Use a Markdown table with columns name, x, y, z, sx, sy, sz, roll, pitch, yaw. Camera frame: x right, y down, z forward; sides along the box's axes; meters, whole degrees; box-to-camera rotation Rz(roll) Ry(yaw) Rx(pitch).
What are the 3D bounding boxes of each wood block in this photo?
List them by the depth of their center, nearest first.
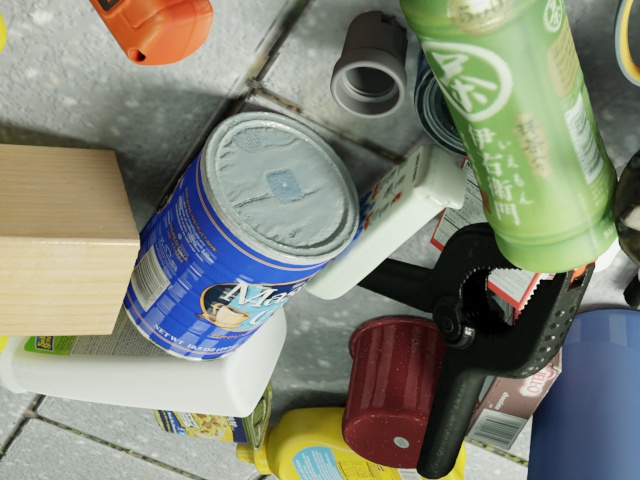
| name | x | y | z | sx | sy | sz | roll | pitch | yaw |
| --- | --- | --- | --- | --- | --- | --- | --- | --- | --- |
| wood block | -0.226 | 0.000 | 0.650 | 0.205 | 0.091 | 0.090 | 1 | 135 | -27 |

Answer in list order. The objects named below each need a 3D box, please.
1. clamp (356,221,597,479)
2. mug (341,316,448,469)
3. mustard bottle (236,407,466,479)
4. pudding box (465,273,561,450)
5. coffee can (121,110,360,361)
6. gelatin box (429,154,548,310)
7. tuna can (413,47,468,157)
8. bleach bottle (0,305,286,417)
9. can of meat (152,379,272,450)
| name | x | y | z | sx | sy | sz | roll | pitch | yaw |
| --- | --- | --- | --- | --- | --- | --- | --- | --- | --- |
| clamp | 0.091 | 0.058 | 0.650 | 0.036 | 0.164 | 0.210 | -16 | 173 | -36 |
| mug | 0.054 | 0.121 | 0.801 | 0.093 | 0.081 | 0.117 | 33 | 136 | -24 |
| mustard bottle | 0.020 | 0.175 | 0.892 | 0.192 | 0.058 | 0.096 | -5 | 142 | 19 |
| pudding box | 0.130 | 0.074 | 0.720 | 0.039 | 0.090 | 0.114 | 15 | 141 | -2 |
| coffee can | -0.054 | 0.001 | 0.668 | 0.102 | 0.102 | 0.141 | 26 | 139 | -17 |
| gelatin box | 0.113 | -0.011 | 0.646 | 0.073 | 0.030 | 0.089 | 38 | 143 | 17 |
| tuna can | 0.094 | -0.084 | 0.583 | 0.086 | 0.033 | 0.086 | 7 | 140 | 6 |
| bleach bottle | -0.159 | 0.073 | 0.800 | 0.251 | 0.102 | 0.068 | 2 | 133 | 22 |
| can of meat | -0.089 | 0.119 | 0.855 | 0.084 | 0.057 | 0.102 | 6 | 140 | 11 |
